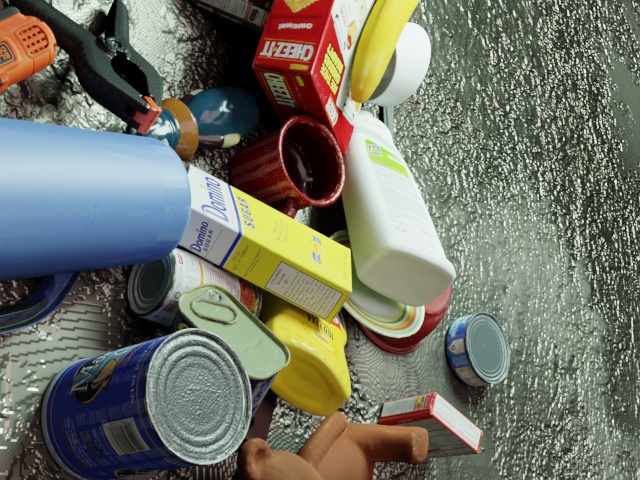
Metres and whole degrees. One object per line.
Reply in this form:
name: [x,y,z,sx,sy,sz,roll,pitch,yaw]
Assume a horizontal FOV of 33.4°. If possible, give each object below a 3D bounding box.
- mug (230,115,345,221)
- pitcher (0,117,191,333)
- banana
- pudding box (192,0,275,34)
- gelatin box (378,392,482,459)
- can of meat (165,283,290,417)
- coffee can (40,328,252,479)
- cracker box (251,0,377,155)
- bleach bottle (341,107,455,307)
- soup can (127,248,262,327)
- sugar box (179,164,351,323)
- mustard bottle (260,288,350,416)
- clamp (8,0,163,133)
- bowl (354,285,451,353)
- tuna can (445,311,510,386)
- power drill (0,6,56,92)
mug: [-0.037,-0.058,1.060,0.093,0.082,0.117,32,54,-36]
pitcher: [-0.221,-0.021,0.827,0.242,0.149,0.145,-2,58,-51]
banana: [0.073,-0.224,1.121,0.197,0.037,0.069,-62,155,-42]
pudding box: [-0.072,-0.273,1.105,0.090,0.039,0.113,22,55,0]
gelatin box: [0.118,0.199,1.140,0.089,0.073,0.030,40,50,-30]
can of meat: [-0.086,0.101,0.892,0.102,0.084,0.057,42,38,17]
coffee can: [-0.138,0.132,0.838,0.102,0.141,0.103,19,63,-42]
cracker box: [0.007,-0.222,1.102,0.164,0.072,0.213,61,43,-62]
bleach bottle: [0.068,-0.051,1.138,0.102,0.068,0.251,26,35,-31]
soup can: [-0.112,0.048,0.952,0.102,0.069,0.068,23,60,-40]
sugar box: [-0.056,0.001,0.975,0.176,0.048,0.093,30,21,-13]
mustard bottle: [-0.016,0.080,1.013,0.096,0.058,0.191,39,19,-17]
clamp: [-0.196,-0.162,0.922,0.120,0.039,0.171,-2,46,-38]
bowl: [0.097,0.042,1.189,0.161,0.055,0.162,19,62,-42]
tuna can: [0.187,0.130,1.269,0.086,0.034,0.086,19,63,-42]
power drill: [-0.318,-0.182,0.822,0.184,0.058,0.187,-39,106,-40]
